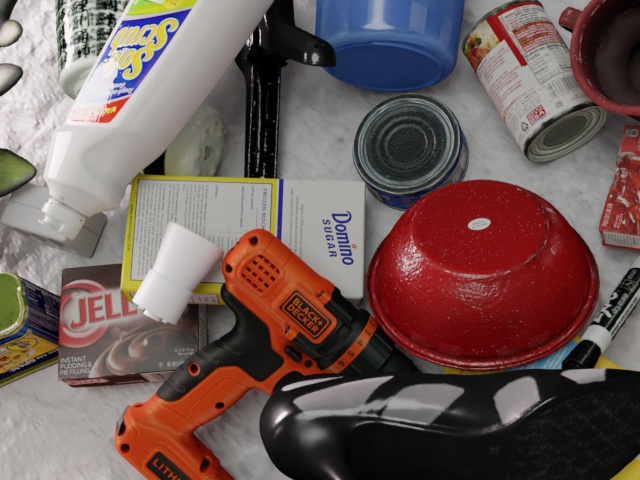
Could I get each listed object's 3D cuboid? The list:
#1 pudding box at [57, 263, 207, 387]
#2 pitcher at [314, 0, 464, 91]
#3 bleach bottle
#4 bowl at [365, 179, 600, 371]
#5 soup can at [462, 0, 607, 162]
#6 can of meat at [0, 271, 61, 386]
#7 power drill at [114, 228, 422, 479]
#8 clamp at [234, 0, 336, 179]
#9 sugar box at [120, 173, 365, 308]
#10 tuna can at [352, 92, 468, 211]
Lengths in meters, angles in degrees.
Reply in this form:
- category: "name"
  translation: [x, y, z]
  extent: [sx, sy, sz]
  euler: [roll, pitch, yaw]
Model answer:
- category: "pudding box"
  translation: [-0.144, 0.064, 0.823]
  extent: [0.113, 0.039, 0.090]
  euler: [-5, 70, 4]
- category: "pitcher"
  translation: [0.051, -0.244, 0.834]
  extent: [0.145, 0.149, 0.243]
  euler: [7, 76, -5]
- category: "bleach bottle"
  translation: [-0.123, -0.112, 0.773]
  extent: [0.103, 0.068, 0.251]
  euler: [25, 83, 39]
- category: "bowl"
  translation: [0.109, 0.009, 0.727]
  extent: [0.162, 0.055, 0.162]
  euler: [-5, 45, 5]
- category: "soup can"
  translation: [0.157, -0.117, 0.782]
  extent: [0.068, 0.068, 0.102]
  euler: [-28, 66, 6]
- category: "can of meat"
  translation: [-0.253, 0.071, 0.837]
  extent: [0.102, 0.084, 0.057]
  euler: [-23, 67, 9]
- category: "power drill"
  translation: [-0.036, 0.112, 0.750]
  extent: [0.184, 0.057, 0.188]
  euler: [43, 95, -5]
- category: "clamp"
  translation: [-0.037, -0.155, 0.831]
  extent: [0.036, 0.165, 0.210]
  euler: [3, 59, -23]
- category: "sugar box"
  translation: [-0.055, 0.001, 0.795]
  extent: [0.176, 0.048, 0.093]
  euler: [3, 74, -3]
- category: "tuna can"
  translation: [0.068, -0.068, 0.812]
  extent: [0.086, 0.033, 0.086]
  euler: [-5, 70, 16]
